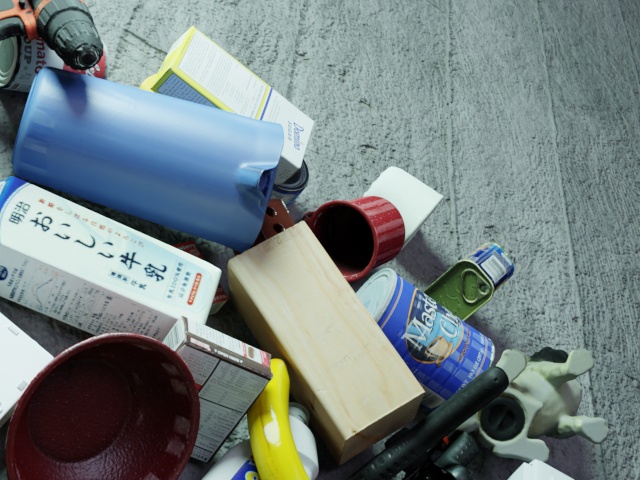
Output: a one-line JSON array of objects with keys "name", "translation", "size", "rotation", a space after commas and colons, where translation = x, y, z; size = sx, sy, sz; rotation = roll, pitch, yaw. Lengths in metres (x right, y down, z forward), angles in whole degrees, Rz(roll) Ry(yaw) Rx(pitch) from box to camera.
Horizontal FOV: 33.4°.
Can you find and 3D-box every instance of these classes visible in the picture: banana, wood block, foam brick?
[{"name": "banana", "translation": [-0.033, 0.172, 0.913], "size": [0.069, 0.037, 0.198], "rotation": [42, 20, -45]}, {"name": "wood block", "translation": [0.001, 0.098, 1.027], "size": [0.090, 0.091, 0.206], "rotation": [-29, 68, -17]}, {"name": "foam brick", "translation": [-0.057, 0.001, 1.135], "size": [0.052, 0.051, 0.078], "rotation": [-3, 57, -45]}]

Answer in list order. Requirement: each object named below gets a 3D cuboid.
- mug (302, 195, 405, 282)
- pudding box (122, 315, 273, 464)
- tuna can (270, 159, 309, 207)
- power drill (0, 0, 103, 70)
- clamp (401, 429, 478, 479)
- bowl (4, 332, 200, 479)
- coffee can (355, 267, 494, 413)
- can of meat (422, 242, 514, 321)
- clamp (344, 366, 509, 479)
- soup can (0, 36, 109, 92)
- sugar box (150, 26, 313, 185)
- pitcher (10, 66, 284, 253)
[{"name": "mug", "translation": [0.034, -0.009, 1.216], "size": [0.117, 0.093, 0.081], "rotation": [18, 20, 28]}, {"name": "pudding box", "translation": [-0.107, 0.129, 0.910], "size": [0.090, 0.114, 0.039], "rotation": [26, 26, -24]}, {"name": "tuna can", "translation": [-0.056, -0.079, 1.201], "size": [0.086, 0.034, 0.086], "rotation": [23, 42, -23]}, {"name": "power drill", "translation": [-0.305, -0.187, 0.981], "size": [0.187, 0.057, 0.185], "rotation": [-20, 42, -17]}, {"name": "clamp", "translation": [0.103, 0.232, 1.045], "size": [0.039, 0.120, 0.171], "rotation": [64, 16, 1]}, {"name": "bowl", "translation": [-0.177, 0.143, 0.836], "size": [0.161, 0.162, 0.055], "rotation": [10, 6, -38]}, {"name": "coffee can", "translation": [0.099, 0.110, 1.136], "size": [0.140, 0.103, 0.102], "rotation": [35, 37, -13]}, {"name": "can of meat", "translation": [0.174, 0.054, 1.266], "size": [0.057, 0.102, 0.083], "rotation": [50, 34, 7]}, {"name": "clamp", "translation": [0.085, 0.196, 1.012], "size": [0.036, 0.210, 0.164], "rotation": [52, -5, 12]}, {"name": "soup can", "translation": [-0.278, -0.183, 1.091], "size": [0.102, 0.069, 0.068], "rotation": [2, 53, -42]}, {"name": "sugar box", "translation": [-0.092, -0.145, 1.153], "size": [0.176, 0.048, 0.093], "rotation": [39, 38, -20]}, {"name": "pitcher", "translation": [-0.168, -0.081, 1.037], "size": [0.242, 0.149, 0.145], "rotation": [16, 43, -15]}]
